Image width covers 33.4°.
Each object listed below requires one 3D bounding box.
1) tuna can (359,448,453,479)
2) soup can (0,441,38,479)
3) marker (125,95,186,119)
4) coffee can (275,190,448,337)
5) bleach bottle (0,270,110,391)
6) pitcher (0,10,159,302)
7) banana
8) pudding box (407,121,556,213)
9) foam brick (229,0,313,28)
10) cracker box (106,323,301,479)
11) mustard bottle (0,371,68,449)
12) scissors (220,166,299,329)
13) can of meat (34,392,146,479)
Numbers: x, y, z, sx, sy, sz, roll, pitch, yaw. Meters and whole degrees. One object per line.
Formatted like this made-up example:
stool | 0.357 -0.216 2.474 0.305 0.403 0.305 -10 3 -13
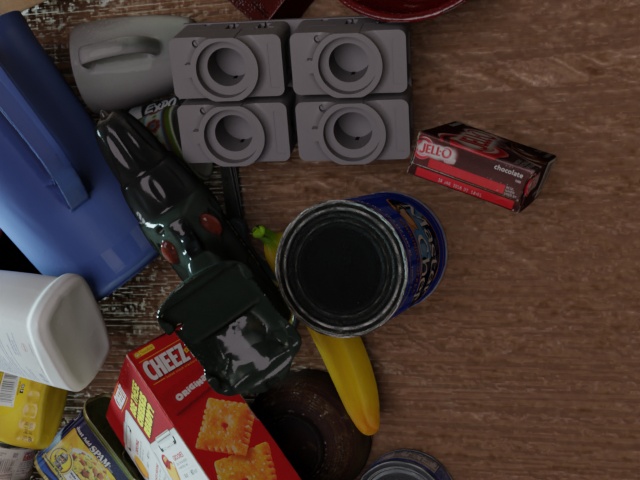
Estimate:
tuna can | 0.072 0.223 0.907 0.086 0.033 0.086 2 96 19
soup can | -0.314 0.226 1.022 0.068 0.068 0.102 22 101 16
marker | -0.140 -0.118 0.956 0.121 0.020 0.020 -12 91 19
coffee can | 0.036 0.015 0.843 0.103 0.140 0.103 2 96 18
bleach bottle | -0.307 0.061 0.920 0.251 0.068 0.102 9 135 25
pitcher | -0.238 -0.064 0.908 0.145 0.149 0.243 -32 101 27
banana | 0.000 0.070 0.900 0.037 0.069 0.198 -29 94 28
pudding box | 0.126 -0.059 0.820 0.090 0.113 0.039 22 105 16
foam brick | -0.051 -0.218 0.899 0.078 0.051 0.053 45 108 10
cracker box | -0.087 0.193 0.888 0.214 0.072 0.164 54 151 13
mustard bottle | -0.331 0.132 0.984 0.192 0.058 0.096 6 75 11
scissors | -0.056 0.001 0.940 0.096 0.016 0.202 10 99 16
can of meat | -0.204 0.208 0.989 0.084 0.057 0.102 -43 80 20
